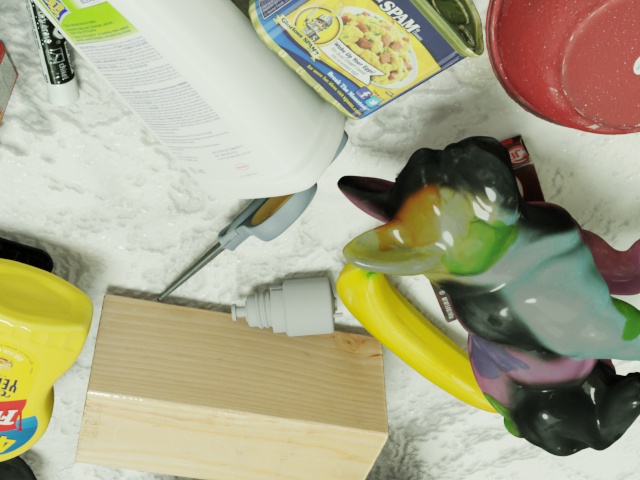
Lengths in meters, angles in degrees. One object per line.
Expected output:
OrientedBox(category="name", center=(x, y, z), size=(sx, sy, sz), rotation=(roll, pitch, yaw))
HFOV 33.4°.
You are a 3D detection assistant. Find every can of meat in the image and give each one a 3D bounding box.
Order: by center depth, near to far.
OrientedBox(category="can of meat", center=(0.024, -0.121, 0.572), size=(0.084, 0.057, 0.102), rotation=(-29, 129, 30))

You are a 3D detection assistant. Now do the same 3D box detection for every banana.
OrientedBox(category="banana", center=(0.065, 0.067, 0.762), size=(0.037, 0.070, 0.197), rotation=(-51, 129, -7))

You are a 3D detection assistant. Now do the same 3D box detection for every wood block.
OrientedBox(category="wood block", center=(-0.064, 0.115, 0.772), size=(0.206, 0.091, 0.090), rotation=(10, 134, -11))

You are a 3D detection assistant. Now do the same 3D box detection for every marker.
OrientedBox(category="marker", center=(-0.160, -0.134, 0.617), size=(0.020, 0.020, 0.121), rotation=(-4, 129, 1))

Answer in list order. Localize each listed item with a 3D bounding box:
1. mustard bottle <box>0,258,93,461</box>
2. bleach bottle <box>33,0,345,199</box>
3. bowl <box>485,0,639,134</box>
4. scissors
OrientedBox(category="mustard bottle", center=(-0.229, 0.100, 0.733), size=(0.096, 0.058, 0.192), rotation=(18, 126, -17))
OrientedBox(category="bleach bottle", center=(-0.095, -0.123, 0.573), size=(0.103, 0.068, 0.250), rotation=(-3, 142, 40))
OrientedBox(category="bowl", center=(0.180, -0.118, 0.621), size=(0.162, 0.055, 0.162), rotation=(-1, 130, -2))
OrientedBox(category="scissors", center=(-0.055, 0.001, 0.688), size=(0.016, 0.096, 0.202), rotation=(40, 115, -14))
